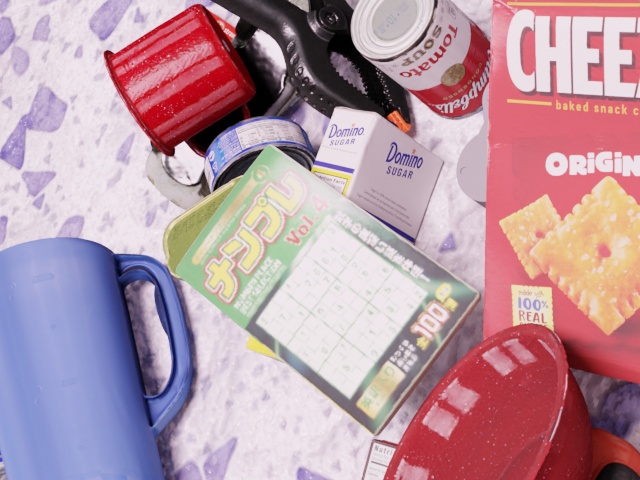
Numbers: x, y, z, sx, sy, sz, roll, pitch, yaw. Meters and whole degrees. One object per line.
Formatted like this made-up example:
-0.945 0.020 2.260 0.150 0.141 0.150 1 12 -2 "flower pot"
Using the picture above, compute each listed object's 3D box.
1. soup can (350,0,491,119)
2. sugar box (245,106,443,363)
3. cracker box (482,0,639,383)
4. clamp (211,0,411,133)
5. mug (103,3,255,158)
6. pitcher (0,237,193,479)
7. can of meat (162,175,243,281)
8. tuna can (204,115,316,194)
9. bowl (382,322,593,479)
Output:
0.076 -0.135 0.742 0.069 0.102 0.068 -14 65 32 "soup can"
0.019 0.007 0.738 0.048 0.093 0.176 13 80 39 "sugar box"
0.176 -0.030 0.592 0.164 0.071 0.214 11 108 40 "cracker box"
0.002 -0.164 0.803 0.210 0.164 0.036 49 142 1 "clamp"
-0.096 -0.114 0.801 0.081 0.117 0.093 -31 29 6 "mug"
-0.186 0.124 0.838 0.149 0.144 0.243 -42 56 32 "pitcher"
-0.055 0.001 0.802 0.102 0.083 0.057 -32 57 24 "can of meat"
-0.045 -0.055 0.815 0.086 0.086 0.034 -36 53 21 "tuna can"
0.097 0.127 0.585 0.162 0.055 0.162 -51 14 17 "bowl"
